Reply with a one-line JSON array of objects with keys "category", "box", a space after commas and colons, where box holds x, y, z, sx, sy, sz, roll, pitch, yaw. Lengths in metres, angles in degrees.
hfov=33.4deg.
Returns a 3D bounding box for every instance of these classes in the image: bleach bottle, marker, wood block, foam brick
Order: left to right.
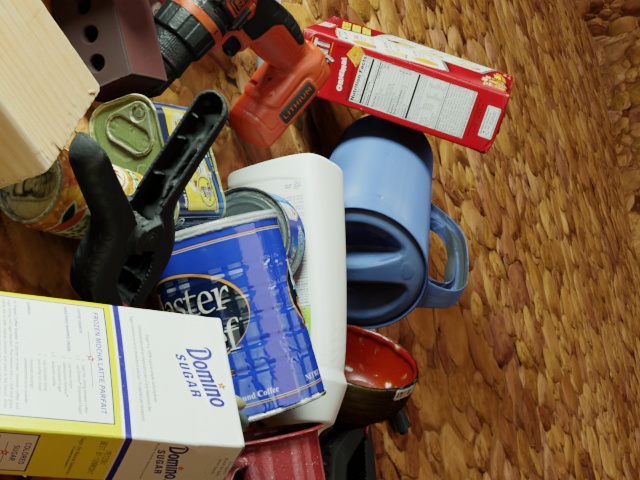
[{"category": "wood block", "box": [-0.222, -0.129, 0.574, 0.206, 0.090, 0.090, 59, 29, -30]}, {"category": "foam brick", "box": [-0.154, -0.147, 0.779, 0.051, 0.053, 0.078, -3, 76, -65]}, {"category": "bleach bottle", "box": [-0.027, 0.058, 0.888, 0.068, 0.103, 0.251, 24, 59, -52]}, {"category": "marker", "box": [0.067, 0.146, 1.108, 0.121, 0.020, 0.020, 69, 24, -9]}]

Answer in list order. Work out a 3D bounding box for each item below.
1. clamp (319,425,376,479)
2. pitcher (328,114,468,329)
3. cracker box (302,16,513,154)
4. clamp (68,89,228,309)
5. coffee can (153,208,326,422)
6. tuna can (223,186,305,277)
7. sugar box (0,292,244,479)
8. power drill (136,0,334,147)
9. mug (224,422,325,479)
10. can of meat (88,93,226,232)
[{"category": "clamp", "box": [0.019, 0.246, 0.916, 0.164, 0.036, 0.209, 60, 31, -30]}, {"category": "pitcher", "box": [0.060, -0.027, 1.066, 0.149, 0.145, 0.242, 62, 23, -24]}, {"category": "cracker box", "box": [0.089, -0.164, 1.113, 0.164, 0.214, 0.072, -53, 161, -71]}, {"category": "clamp", "box": [-0.111, -0.018, 0.673, 0.120, 0.172, 0.039, -28, 60, -37]}, {"category": "coffee can", "box": [-0.063, 0.058, 0.780, 0.102, 0.103, 0.140, -11, 85, -66]}, {"category": "tuna can", "box": [-0.056, 0.001, 0.855, 0.033, 0.086, 0.086, 13, 63, -64]}, {"category": "sugar box", "box": [-0.133, 0.076, 0.554, 0.176, 0.048, 0.093, 12, 40, -26]}, {"category": "power drill", "box": [-0.070, -0.155, 0.892, 0.057, 0.184, 0.187, 36, -9, 28]}, {"category": "mug", "box": [-0.041, 0.181, 0.765, 0.117, 0.093, 0.081, 3, 77, -69]}, {"category": "can of meat", "box": [-0.118, -0.053, 0.792, 0.083, 0.058, 0.102, -6, 80, -68]}]
